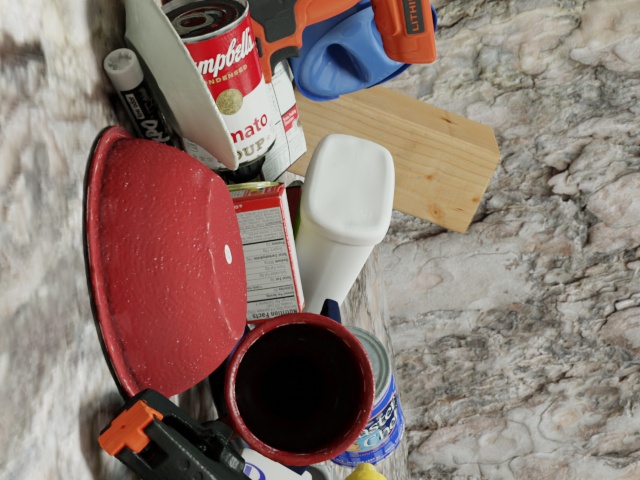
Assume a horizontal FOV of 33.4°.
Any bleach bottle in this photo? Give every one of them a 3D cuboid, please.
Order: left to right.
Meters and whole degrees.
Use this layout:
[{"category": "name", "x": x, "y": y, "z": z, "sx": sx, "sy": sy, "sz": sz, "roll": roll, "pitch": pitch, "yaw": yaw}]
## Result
[{"category": "bleach bottle", "x": -0.005, "y": 0.029, "z": 0.886, "sx": 0.251, "sy": 0.068, "sz": 0.102, "roll": 111, "pitch": -8, "yaw": -50}]

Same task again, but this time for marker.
[{"category": "marker", "x": -0.100, "y": -0.066, "z": 0.634, "sx": 0.121, "sy": 0.020, "sz": 0.020, "roll": 73, "pitch": 12, "yaw": -55}]

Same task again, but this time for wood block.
[{"category": "wood block", "x": 0.060, "y": -0.094, "z": 1.046, "sx": 0.091, "sy": 0.206, "sz": 0.090, "roll": -84, "pitch": -165, "yaw": -65}]

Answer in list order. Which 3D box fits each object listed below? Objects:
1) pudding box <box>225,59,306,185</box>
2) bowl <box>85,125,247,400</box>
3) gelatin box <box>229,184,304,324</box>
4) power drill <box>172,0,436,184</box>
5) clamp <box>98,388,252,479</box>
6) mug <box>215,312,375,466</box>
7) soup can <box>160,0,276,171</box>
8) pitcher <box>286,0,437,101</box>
[{"category": "pudding box", "x": -0.054, "y": -0.106, "z": 0.876, "sx": 0.089, "sy": 0.039, "sz": 0.113, "roll": -48, "pitch": 129, "yaw": -55}, {"category": "bowl", "x": -0.077, "y": 0.013, "z": 0.593, "sx": 0.162, "sy": 0.055, "sz": 0.162, "roll": -8, "pitch": 90, "yaw": -84}, {"category": "gelatin box", "x": -0.053, "y": 0.012, "z": 0.711, "sx": 0.030, "sy": 0.073, "sz": 0.089, "roll": -80, "pitch": 161, "yaw": -71}, {"category": "power drill", "x": -0.010, "y": -0.145, "z": 0.793, "sx": 0.057, "sy": 0.187, "sz": 0.184, "roll": -127, "pitch": -158, "yaw": -57}, {"category": "clamp", "x": -0.063, "y": 0.115, "z": 0.557, "sx": 0.120, "sy": 0.039, "sz": 0.171, "roll": 36, "pitch": -11, "yaw": 42}, {"category": "mug", "x": -0.027, "y": 0.101, "z": 0.686, "sx": 0.093, "sy": 0.117, "sz": 0.081, "roll": 57, "pitch": -9, "yaw": 2}, {"category": "soup can", "x": -0.071, "y": -0.106, "z": 0.717, "sx": 0.068, "sy": 0.068, "sz": 0.102, "roll": -89, "pitch": 169, "yaw": -52}, {"category": "pitcher", "x": -0.006, "y": -0.258, "z": 0.937, "sx": 0.144, "sy": 0.149, "sz": 0.243, "roll": 6, "pitch": 52, "yaw": -54}]
